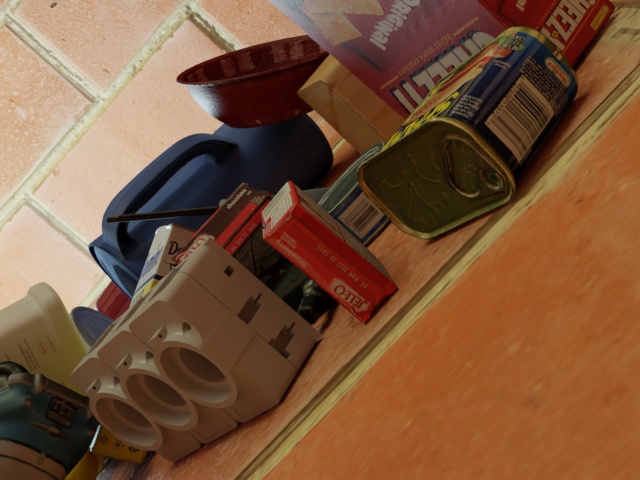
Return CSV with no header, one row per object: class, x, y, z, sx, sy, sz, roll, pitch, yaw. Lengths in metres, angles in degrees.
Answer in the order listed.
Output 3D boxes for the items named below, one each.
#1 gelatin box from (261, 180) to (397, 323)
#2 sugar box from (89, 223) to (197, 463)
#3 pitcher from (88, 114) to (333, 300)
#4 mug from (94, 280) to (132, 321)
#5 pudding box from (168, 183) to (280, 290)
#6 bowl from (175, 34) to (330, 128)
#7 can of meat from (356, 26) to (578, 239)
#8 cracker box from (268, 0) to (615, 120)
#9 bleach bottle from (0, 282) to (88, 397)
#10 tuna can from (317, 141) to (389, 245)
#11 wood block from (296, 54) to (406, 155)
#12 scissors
gelatin box,0.002,0.005,0.607,0.030,0.073,0.089,-48,10,6
sugar box,-0.131,0.076,0.816,0.093,0.048,0.176,172,115,-74
pitcher,-0.103,-0.036,1.043,0.242,0.145,0.149,-48,8,-17
mug,-0.201,0.069,1.239,0.081,0.093,0.117,-53,-21,1
pudding box,-0.065,0.029,0.751,0.089,0.039,0.113,-50,-25,-37
bowl,-0.047,-0.142,0.974,0.162,0.055,0.162,-13,19,4
can of meat,0.079,-0.057,0.565,0.083,0.057,0.102,-50,10,-29
cracker box,0.045,-0.163,0.659,0.072,0.213,0.164,-53,10,-19
bleach bottle,-0.301,0.133,0.819,0.250,0.102,0.068,-28,17,-20
tuna can,0.027,-0.027,0.737,0.086,0.033,0.086,-47,10,10
wood block,0.086,-0.173,0.887,0.206,0.090,0.091,-49,11,-8
scissors,-0.046,-0.026,0.785,0.201,0.016,0.096,-6,-2,-42
